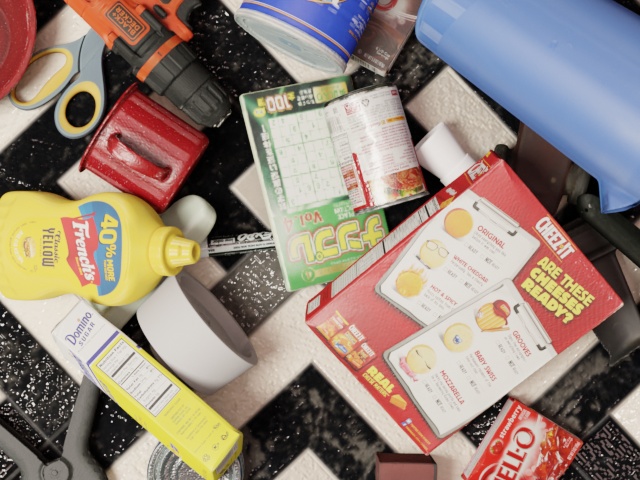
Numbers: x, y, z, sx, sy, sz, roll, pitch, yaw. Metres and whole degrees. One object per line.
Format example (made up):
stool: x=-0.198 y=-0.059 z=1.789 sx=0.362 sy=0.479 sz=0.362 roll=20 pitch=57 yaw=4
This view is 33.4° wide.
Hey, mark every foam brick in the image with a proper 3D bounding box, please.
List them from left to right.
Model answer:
foam brick: x=0.075 y=0.231 z=0.948 sx=0.051 sy=0.053 sz=0.078 roll=1 pitch=89 yaw=-1

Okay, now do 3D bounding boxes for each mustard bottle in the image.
mustard bottle: x=-0.188 y=0.007 z=0.906 sx=0.192 sy=0.058 sz=0.096 roll=2 pitch=91 yaw=24

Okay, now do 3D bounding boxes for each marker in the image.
marker: x=-0.056 y=0.001 z=0.963 sx=0.121 sy=0.020 sz=0.020 roll=-6 pitch=90 yaw=-1

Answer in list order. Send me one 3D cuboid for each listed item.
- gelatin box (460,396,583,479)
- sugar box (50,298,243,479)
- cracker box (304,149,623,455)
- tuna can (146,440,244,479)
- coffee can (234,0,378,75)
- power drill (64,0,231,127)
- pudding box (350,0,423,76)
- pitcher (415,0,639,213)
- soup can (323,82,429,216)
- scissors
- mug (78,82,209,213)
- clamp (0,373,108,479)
gelatin box: x=0.181 y=0.198 z=0.960 sx=0.073 sy=0.030 sz=0.089 roll=32 pitch=89 yaw=0
sugar box: x=-0.145 y=0.130 z=0.897 sx=0.176 sy=0.093 sz=0.048 roll=36 pitch=71 yaw=9
cracker box: x=0.118 y=0.053 z=0.912 sx=0.214 sy=0.072 sz=0.164 roll=-40 pitch=101 yaw=10
tuna can: x=-0.111 y=0.206 z=0.954 sx=0.086 sy=0.034 sz=0.086 roll=0 pitch=90 yaw=-1
coffee can: x=0.005 y=-0.223 z=0.885 sx=0.103 sy=0.103 sz=0.140 roll=27 pitch=89 yaw=-1
power drill: x=-0.104 y=-0.218 z=0.937 sx=0.184 sy=0.057 sz=0.187 roll=44 pitch=85 yaw=-7
pudding box: x=0.032 y=-0.212 z=0.955 sx=0.113 sy=0.039 sz=0.090 roll=31 pitch=90 yaw=0
pitcher: x=0.208 y=-0.153 z=0.868 sx=0.243 sy=0.145 sz=0.149 roll=37 pitch=50 yaw=12
soup can: x=0.048 y=-0.079 z=0.927 sx=0.068 sy=0.068 sz=0.102 roll=-17 pitch=90 yaw=-1
scissors: x=-0.189 y=-0.171 z=0.964 sx=0.202 sy=0.016 sz=0.096 roll=-36 pitch=92 yaw=-1
mug: x=-0.150 y=-0.075 z=0.916 sx=0.081 sy=0.117 sz=0.093 roll=33 pitch=96 yaw=-6
clamp: x=-0.226 y=0.196 z=0.952 sx=0.120 sy=0.039 sz=0.171 roll=-26 pitch=90 yaw=2
